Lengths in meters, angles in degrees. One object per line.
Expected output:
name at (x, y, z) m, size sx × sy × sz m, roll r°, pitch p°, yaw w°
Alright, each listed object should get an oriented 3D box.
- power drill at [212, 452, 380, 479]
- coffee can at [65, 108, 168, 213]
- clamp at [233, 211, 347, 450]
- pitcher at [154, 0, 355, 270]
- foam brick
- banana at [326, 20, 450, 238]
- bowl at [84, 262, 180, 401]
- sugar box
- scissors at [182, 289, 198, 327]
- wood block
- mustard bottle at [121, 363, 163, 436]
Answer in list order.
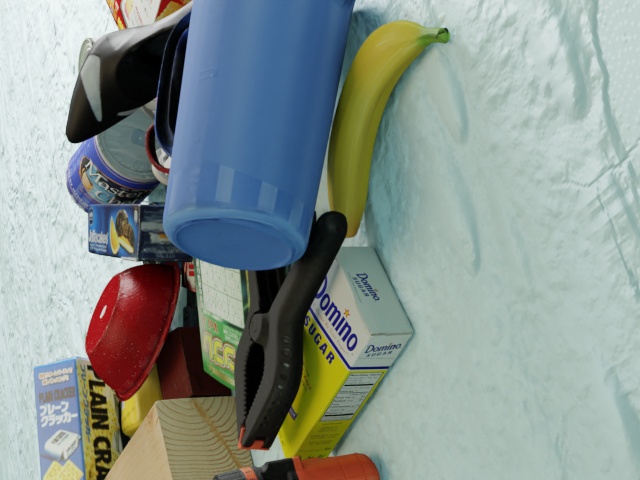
power drill at (-0.060, 0.230, 0.873) m, size 0.188 × 0.184 × 0.057 m, roll 122°, pitch 140°, yaw -59°
coffee can at (-0.233, -0.095, 1.259) m, size 0.141 × 0.102 × 0.103 m, roll -34°, pitch 61°, yaw 57°
clamp at (-0.041, 0.066, 0.881) m, size 0.165 × 0.036 × 0.210 m, roll 25°, pitch 104°, yaw 63°
pitcher at (-0.058, -0.104, 0.830) m, size 0.149 × 0.145 × 0.243 m, roll 120°, pitch 160°, yaw -65°
foam brick at (-0.135, 0.135, 1.115) m, size 0.051 × 0.052 × 0.078 m, roll -34°, pitch 61°, yaw 39°
banana at (0.037, -0.095, 0.827) m, size 0.070 × 0.037 × 0.198 m, roll 63°, pitch 142°, yaw 43°
bowl at (-0.209, 0.087, 1.144) m, size 0.162 × 0.055 × 0.162 m, roll -50°, pitch 27°, yaw 36°
sugar box at (0.007, 0.096, 0.873) m, size 0.176 × 0.048 × 0.093 m, roll -65°, pitch 37°, yaw 40°
scissors at (-0.153, 0.094, 1.197) m, size 0.096 × 0.016 × 0.202 m, roll -22°, pitch 71°, yaw 54°
wood block at (-0.154, 0.251, 1.125) m, size 0.206 × 0.090 × 0.091 m, roll -54°, pitch 45°, yaw 47°
mustard bottle at (-0.215, 0.131, 1.268) m, size 0.096 × 0.058 × 0.191 m, roll 124°, pitch 139°, yaw -67°
